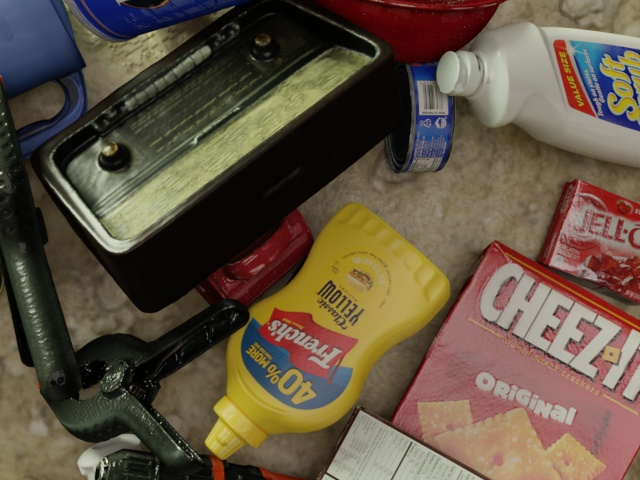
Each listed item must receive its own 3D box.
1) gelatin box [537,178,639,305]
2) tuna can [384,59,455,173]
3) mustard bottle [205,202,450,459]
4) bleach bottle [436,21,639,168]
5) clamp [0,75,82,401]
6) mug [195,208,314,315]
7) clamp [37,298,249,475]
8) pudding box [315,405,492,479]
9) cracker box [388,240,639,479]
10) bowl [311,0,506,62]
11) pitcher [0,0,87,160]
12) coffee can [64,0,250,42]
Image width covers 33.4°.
[{"bbox_3d":[0.222,0.002,0.831,0.089,0.030,0.073,22,84,-7],"label":"gelatin box"},{"bbox_3d":[0.072,-0.092,0.787,0.033,0.086,0.086,-1,87,-10],"label":"tuna can"},{"bbox_3d":[-0.007,0.072,0.725,0.096,0.058,0.191,41,84,14],"label":"mustard bottle"},{"bbox_3d":[0.198,-0.101,0.779,0.250,0.068,0.102,2,83,-27],"label":"bleach bottle"},{"bbox_3d":[-0.193,0.000,0.685,0.036,0.165,0.210,-14,103,-21],"label":"clamp"},{"bbox_3d":[-0.055,0.001,0.752,0.081,0.117,0.093,-41,106,-13],"label":"mug"},{"bbox_3d":[-0.126,0.106,0.716,0.039,0.172,0.120,47,40,-35],"label":"clamp"},{"bbox_3d":[0.053,0.177,0.721,0.113,0.039,0.090,29,82,10],"label":"pudding box"},{"bbox_3d":[0.143,0.132,0.779,0.164,0.072,0.213,30,85,6],"label":"cracker box"},{"bbox_3d":[0.056,-0.171,0.776,0.162,0.162,0.055,3,120,-8],"label":"bowl"},{"bbox_3d":[-0.287,-0.117,0.723,0.242,0.145,0.149,-28,69,-5],"label":"pitcher"},{"bbox_3d":[-0.098,-0.202,0.728,0.141,0.102,0.103,-9,88,30],"label":"coffee can"}]
